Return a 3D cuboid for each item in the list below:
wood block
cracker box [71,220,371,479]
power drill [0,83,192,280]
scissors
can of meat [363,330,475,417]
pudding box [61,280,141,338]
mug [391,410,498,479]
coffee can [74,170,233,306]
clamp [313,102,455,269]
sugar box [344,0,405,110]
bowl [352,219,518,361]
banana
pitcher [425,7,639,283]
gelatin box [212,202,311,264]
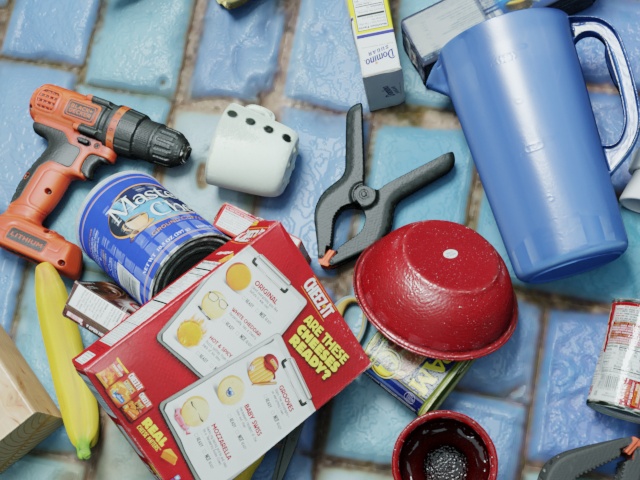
[{"bbox_3d":[-0.354,0.120,1.050,0.091,0.090,0.206,-38,74,-4],"label":"wood block"},{"bbox_3d":[-0.086,0.108,0.947,0.213,0.072,0.164,-38,107,-19],"label":"cracker box"},{"bbox_3d":[-0.245,-0.058,1.101,0.184,0.057,0.187,20,76,15],"label":"power drill"},{"bbox_3d":[-0.027,0.132,1.042,0.096,0.016,0.201,31,81,16],"label":"scissors"},{"bbox_3d":[0.095,0.107,1.013,0.084,0.057,0.102,37,82,18],"label":"can of meat"},{"bbox_3d":[-0.184,0.075,1.027,0.090,0.113,0.039,29,96,13],"label":"pudding box"},{"bbox_3d":[0.107,0.215,0.968,0.093,0.081,0.117,29,80,13],"label":"mug"},{"bbox_3d":[-0.156,0.008,1.022,0.103,0.102,0.140,-49,50,-7],"label":"coffee can"},{"bbox_3d":[0.056,-0.043,1.067,0.120,0.039,0.171,20,85,17],"label":"clamp"},{"bbox_3d":[0.050,-0.232,1.089,0.048,0.093,0.176,-14,75,4],"label":"sugar box"},{"bbox_3d":[0.114,0.032,0.989,0.162,0.055,0.162,8,45,-8],"label":"bowl"},{"bbox_3d":[-0.246,0.120,1.046,0.037,0.070,0.198,-12,75,-22],"label":"banana"},{"bbox_3d":[0.215,-0.091,1.013,0.144,0.149,0.243,-7,75,-32],"label":"pitcher"},{"bbox_3d":[-0.057,0.001,1.051,0.089,0.073,0.030,26,79,14],"label":"gelatin box"}]
